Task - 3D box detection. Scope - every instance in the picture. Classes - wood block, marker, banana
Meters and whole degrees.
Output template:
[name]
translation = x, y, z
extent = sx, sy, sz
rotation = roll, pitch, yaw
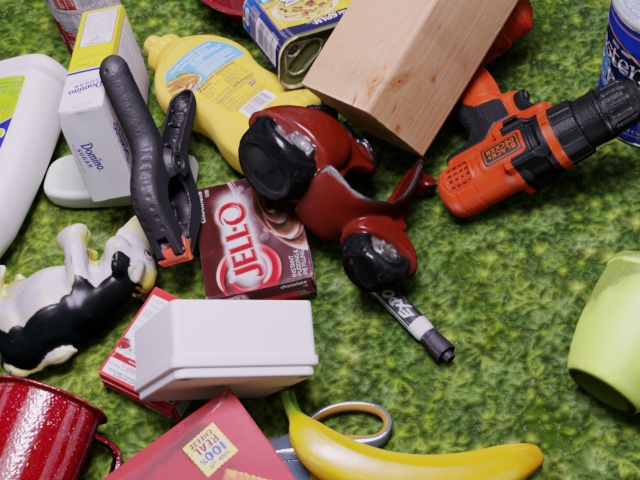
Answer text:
[wood block]
translation = 0.089, -0.188, 0.897
extent = 0.091, 0.090, 0.206
rotation = 31, 90, 44
[marker]
translation = 0.065, 0.054, 0.858
extent = 0.020, 0.020, 0.121
rotation = -36, 59, -14
[banana]
translation = 0.061, 0.158, 0.767
extent = 0.198, 0.037, 0.069
rotation = 13, 66, 2

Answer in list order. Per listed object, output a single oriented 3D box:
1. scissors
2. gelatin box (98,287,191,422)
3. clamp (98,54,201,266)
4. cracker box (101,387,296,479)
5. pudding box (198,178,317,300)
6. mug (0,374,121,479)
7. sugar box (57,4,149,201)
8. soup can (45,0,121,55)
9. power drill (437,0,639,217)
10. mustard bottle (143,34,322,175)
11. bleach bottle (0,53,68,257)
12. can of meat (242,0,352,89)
[scissors]
translation = -0.039, 0.176, 0.799
extent = 0.201, 0.016, 0.096
rotation = -16, 57, -2
[gelatin box]
translation = -0.123, 0.091, 0.857
extent = 0.073, 0.030, 0.089
rotation = 22, 64, 19
[clamp]
translation = -0.135, -0.067, 0.868
extent = 0.039, 0.120, 0.171
rotation = -21, 65, 28
[cracker box]
translation = -0.066, 0.234, 0.725
extent = 0.164, 0.072, 0.214
rotation = -35, 63, -10
[pudding box]
translation = -0.056, 0.001, 0.898
extent = 0.090, 0.039, 0.113
rotation = -13, 56, 2
[mug]
translation = -0.207, 0.161, 0.800
extent = 0.117, 0.093, 0.081
rotation = 26, 64, -18
[sugar box]
translation = -0.187, -0.124, 0.937
extent = 0.048, 0.093, 0.176
rotation = -9, 39, 7
[soup can]
translation = -0.230, -0.231, 1.034
extent = 0.068, 0.102, 0.068
rotation = -4, 58, 6
[power drill]
translation = 0.167, -0.129, 0.904
extent = 0.185, 0.057, 0.187
rotation = -28, 50, 21
[mustard bottle]
translation = -0.095, -0.138, 0.981
extent = 0.192, 0.058, 0.096
rotation = 37, 68, 26
[bleach bottle]
translation = -0.292, -0.044, 0.944
extent = 0.103, 0.068, 0.250
rotation = -8, 57, 25
[can of meat]
translation = -0.010, -0.191, 0.954
extent = 0.102, 0.057, 0.084
rotation = -21, 53, -19
